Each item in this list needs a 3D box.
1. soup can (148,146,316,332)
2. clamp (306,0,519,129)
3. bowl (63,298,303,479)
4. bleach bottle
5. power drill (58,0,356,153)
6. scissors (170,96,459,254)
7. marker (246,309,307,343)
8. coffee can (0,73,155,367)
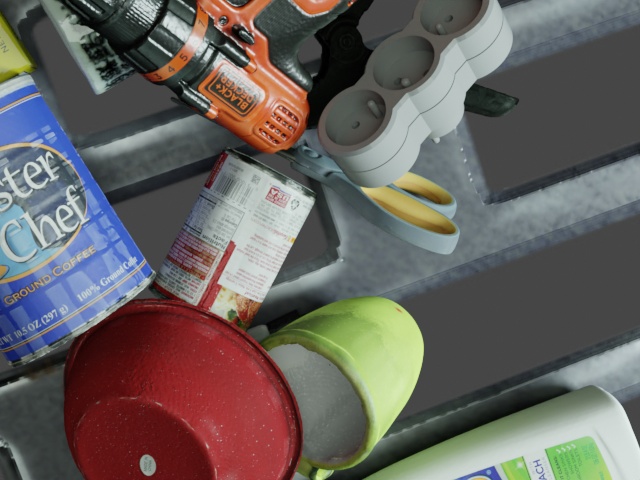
[{"bbox_3d":[-0.054,0.001,0.668,0.068,0.068,0.102,28,91,-11],"label":"soup can"},{"bbox_3d":[0.015,-0.138,0.678,0.210,0.036,0.164,-14,104,-7],"label":"clamp"},{"bbox_3d":[-0.095,0.118,0.641,0.162,0.055,0.162,8,117,15],"label":"bowl"},{"bbox_3d":[0.092,0.187,0.715,0.250,0.068,0.102,-21,98,-4],"label":"bleach bottle"},{"bbox_3d":[-0.031,-0.156,0.584,0.188,0.057,0.184,-47,135,10],"label":"power drill"},{"bbox_3d":[0.007,-0.051,0.691,0.202,0.096,0.016,32,116,18],"label":"scissors"},{"bbox_3d":[-0.063,0.074,0.699,0.121,0.020,0.020,-21,99,-7],"label":"marker"},{"bbox_3d":[-0.178,-0.012,0.629,0.102,0.103,0.140,-32,100,-5],"label":"coffee can"}]
